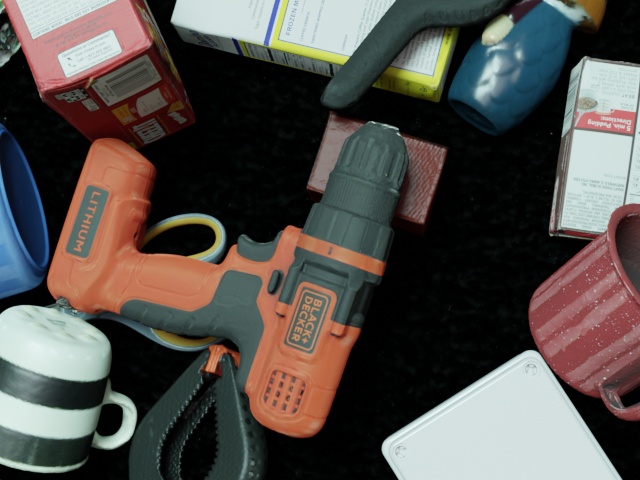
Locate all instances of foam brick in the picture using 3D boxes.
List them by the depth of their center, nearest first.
[{"bbox_3d":[0.036,-0.041,0.663,0.078,0.053,0.051,18,85,5],"label":"foam brick"}]

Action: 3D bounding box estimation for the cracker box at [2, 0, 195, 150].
[{"bbox_3d":[-0.156,-0.169,0.636,0.072,0.164,0.214,-25,83,-1],"label":"cracker box"}]

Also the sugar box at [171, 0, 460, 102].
[{"bbox_3d":[0.003,-0.155,0.683,0.176,0.048,0.093,15,83,8],"label":"sugar box"}]

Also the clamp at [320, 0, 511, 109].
[{"bbox_3d":[0.057,-0.146,0.632,0.171,0.039,0.120,-13,81,2],"label":"clamp"}]

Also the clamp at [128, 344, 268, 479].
[{"bbox_3d":[-0.076,0.169,0.635,0.165,0.036,0.210,16,80,32],"label":"clamp"}]

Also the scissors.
[{"bbox_3d":[-0.140,0.057,0.683,0.202,0.016,0.096,-32,82,0],"label":"scissors"}]

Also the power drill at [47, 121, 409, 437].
[{"bbox_3d":[-0.054,0.001,0.623,0.188,0.057,0.184,18,88,18],"label":"power drill"}]
